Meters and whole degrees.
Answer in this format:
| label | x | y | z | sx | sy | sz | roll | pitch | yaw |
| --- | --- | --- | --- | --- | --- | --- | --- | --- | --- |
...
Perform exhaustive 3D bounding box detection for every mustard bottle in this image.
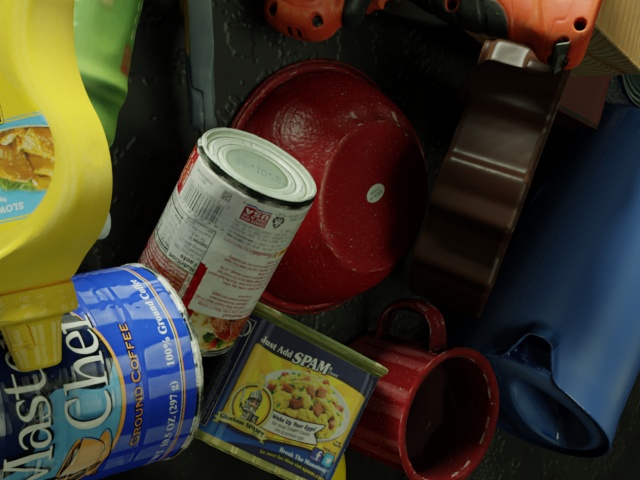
| label | x | y | z | sx | sy | sz | roll | pitch | yaw |
| --- | --- | --- | --- | --- | --- | --- | --- | --- | --- |
| mustard bottle | -0.135 | -0.041 | 0.441 | 0.058 | 0.096 | 0.191 | -12 | 91 | -69 |

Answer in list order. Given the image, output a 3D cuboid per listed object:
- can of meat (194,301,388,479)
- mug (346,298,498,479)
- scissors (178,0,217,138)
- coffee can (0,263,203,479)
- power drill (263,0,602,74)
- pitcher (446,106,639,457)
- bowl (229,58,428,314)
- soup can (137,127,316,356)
| label | x | y | z | sx | sy | sz | roll | pitch | yaw |
| --- | --- | --- | --- | --- | --- | --- | --- | --- | --- |
| can of meat | -0.024 | 0.091 | 0.629 | 0.102 | 0.058 | 0.084 | 29 | 81 | -22 |
| mug | 0.056 | 0.095 | 0.694 | 0.093 | 0.082 | 0.117 | -9 | 105 | -40 |
| scissors | -0.067 | -0.089 | 0.585 | 0.016 | 0.096 | 0.202 | -4 | 136 | -8 |
| coffee can | -0.141 | 0.070 | 0.500 | 0.140 | 0.103 | 0.103 | -9 | 104 | -40 |
| power drill | 0.076 | -0.184 | 0.602 | 0.057 | 0.188 | 0.184 | 36 | 72 | -78 |
| pitcher | 0.192 | 0.029 | 0.785 | 0.145 | 0.149 | 0.242 | 42 | 67 | -23 |
| bowl | 0.015 | -0.029 | 0.653 | 0.161 | 0.055 | 0.162 | -9 | 104 | -41 |
| soup can | -0.054 | 0.001 | 0.561 | 0.068 | 0.069 | 0.102 | 5 | 125 | -42 |
